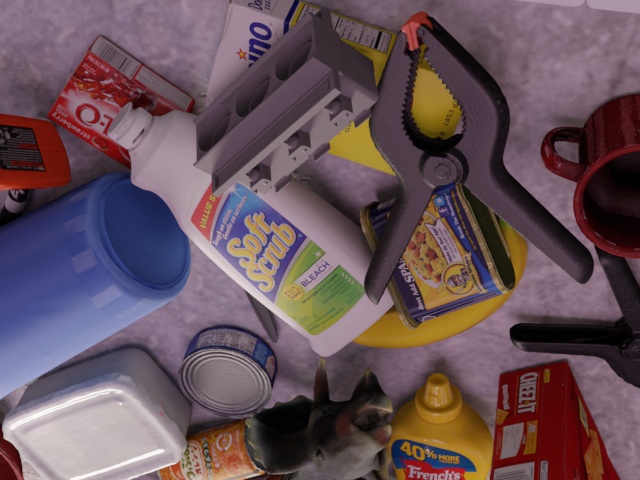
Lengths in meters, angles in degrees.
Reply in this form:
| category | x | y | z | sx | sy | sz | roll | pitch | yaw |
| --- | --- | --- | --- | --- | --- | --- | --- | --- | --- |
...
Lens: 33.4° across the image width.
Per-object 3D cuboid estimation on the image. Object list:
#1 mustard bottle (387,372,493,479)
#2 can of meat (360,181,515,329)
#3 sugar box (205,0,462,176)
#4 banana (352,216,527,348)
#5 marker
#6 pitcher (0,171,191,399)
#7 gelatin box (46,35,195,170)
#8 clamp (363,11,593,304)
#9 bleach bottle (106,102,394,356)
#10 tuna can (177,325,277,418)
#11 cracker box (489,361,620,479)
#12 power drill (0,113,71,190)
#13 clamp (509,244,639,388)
| category | x | y | z | sx | sy | sz | roll | pitch | yaw |
| --- | --- | --- | --- | --- | --- | --- | --- | --- | --- |
| mustard bottle | 0.108 | 0.194 | 0.959 | 0.096 | 0.058 | 0.191 | 12 | 129 | 23 |
| can of meat | 0.090 | 0.005 | 0.804 | 0.084 | 0.057 | 0.102 | -22 | 93 | 26 |
| sugar box | 0.012 | -0.109 | 0.758 | 0.176 | 0.048 | 0.093 | 17 | 128 | -3 |
| banana | 0.099 | 0.045 | 0.866 | 0.198 | 0.037 | 0.069 | -39 | 82 | 30 |
| marker | -0.243 | -0.050 | 0.873 | 0.020 | 0.020 | 0.121 | 26 | 127 | -8 |
| pitcher | -0.216 | 0.041 | 0.865 | 0.243 | 0.149 | 0.145 | -25 | 107 | 31 |
| gelatin box | -0.151 | -0.099 | 0.809 | 0.089 | 0.030 | 0.073 | 34 | 126 | -14 |
| clamp | 0.097 | -0.050 | 0.721 | 0.165 | 0.036 | 0.210 | -1 | 116 | 18 |
| bleach bottle | -0.057 | -0.014 | 0.813 | 0.250 | 0.068 | 0.103 | 36 | 119 | -24 |
| tuna can | -0.082 | 0.118 | 0.958 | 0.086 | 0.033 | 0.086 | 6 | 128 | 7 |
| cracker box | 0.213 | 0.236 | 0.903 | 0.072 | 0.164 | 0.213 | -16 | 122 | 25 |
| power drill | -0.286 | -0.034 | 0.812 | 0.188 | 0.184 | 0.057 | -23 | 85 | 20 |
| clamp | 0.251 | 0.067 | 0.847 | 0.171 | 0.039 | 0.120 | 19 | 133 | -11 |
